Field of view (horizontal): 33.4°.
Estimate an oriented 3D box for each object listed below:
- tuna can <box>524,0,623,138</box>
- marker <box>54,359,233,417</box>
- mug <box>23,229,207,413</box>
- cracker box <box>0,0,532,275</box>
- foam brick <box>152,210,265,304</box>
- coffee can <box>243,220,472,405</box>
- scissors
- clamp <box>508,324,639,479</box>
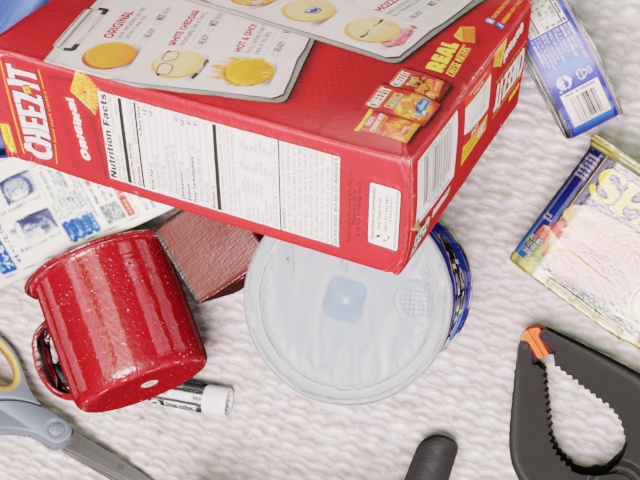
[{"bbox_3d":[0.131,-0.099,0.585,0.034,0.086,0.086,-28,85,13],"label":"tuna can"},{"bbox_3d":[-0.115,0.092,0.674,0.121,0.020,0.020,8,92,12],"label":"marker"},{"bbox_3d":[-0.127,0.055,0.635,0.117,0.093,0.081,-30,74,23],"label":"mug"},{"bbox_3d":[-0.025,-0.078,0.523,0.214,0.164,0.072,17,131,20],"label":"cracker box"},{"bbox_3d":[-0.054,0.001,0.631,0.053,0.078,0.051,-33,85,11],"label":"foam brick"},{"bbox_3d":[0.026,0.028,0.580,0.103,0.140,0.103,0,90,12],"label":"coffee can"},{"bbox_3d":[-0.185,0.126,0.664,0.202,0.096,0.016,42,137,11],"label":"scissors"},{"bbox_3d":[0.162,0.148,0.603,0.165,0.036,0.210,-37,81,10],"label":"clamp"}]
